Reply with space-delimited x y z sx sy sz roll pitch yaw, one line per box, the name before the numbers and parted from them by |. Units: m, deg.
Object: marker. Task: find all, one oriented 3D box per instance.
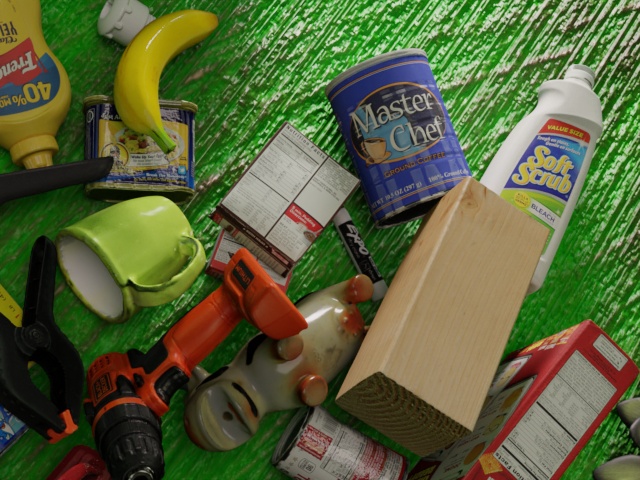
marker | 0.030 0.001 1.006 0.020 0.020 0.121 -25 84 -21

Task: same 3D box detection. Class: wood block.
wood block | 0.104 0.062 0.890 0.090 0.090 0.206 32 58 -7

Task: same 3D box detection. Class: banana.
banana | -0.141 -0.154 0.942 0.069 0.037 0.197 36 42 -25

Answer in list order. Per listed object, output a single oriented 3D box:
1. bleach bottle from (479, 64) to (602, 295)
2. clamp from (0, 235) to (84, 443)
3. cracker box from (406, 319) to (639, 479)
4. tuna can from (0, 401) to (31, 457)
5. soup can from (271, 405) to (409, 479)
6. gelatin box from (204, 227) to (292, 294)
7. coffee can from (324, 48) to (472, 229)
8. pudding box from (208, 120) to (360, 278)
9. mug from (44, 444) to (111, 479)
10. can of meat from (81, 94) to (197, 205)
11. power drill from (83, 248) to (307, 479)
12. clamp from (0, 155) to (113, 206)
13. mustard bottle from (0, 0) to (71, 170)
bleach bottle | 0.212 -0.074 1.057 0.102 0.068 0.250 29 68 -8
clamp | -0.231 0.074 0.852 0.120 0.039 0.171 -29 91 -44
cracker box | 0.159 0.178 0.921 0.072 0.164 0.213 43 69 0
tuna can | -0.268 0.162 0.842 0.034 0.086 0.086 46 69 -3
soup can | 0.017 0.192 0.927 0.102 0.069 0.068 33 69 -6
gelatin box | -0.056 0.001 0.975 0.073 0.030 0.089 21 68 -10
coffee can | 0.075 -0.094 0.999 0.102 0.103 0.140 -17 81 -20
pudding box | -0.031 -0.038 0.957 0.090 0.039 0.113 38 63 -2
mug | -0.190 0.211 0.841 0.093 0.117 0.081 28 62 21
can of meat | -0.161 -0.079 0.952 0.102 0.057 0.084 2 77 -16
power drill | -0.102 0.098 0.838 0.187 0.185 0.057 -38 117 -2
clamp | -0.301 -0.058 0.880 0.210 0.036 0.164 -40 101 -2
mustard bottle | -0.272 -0.141 0.934 0.096 0.058 0.191 -18 82 -19
